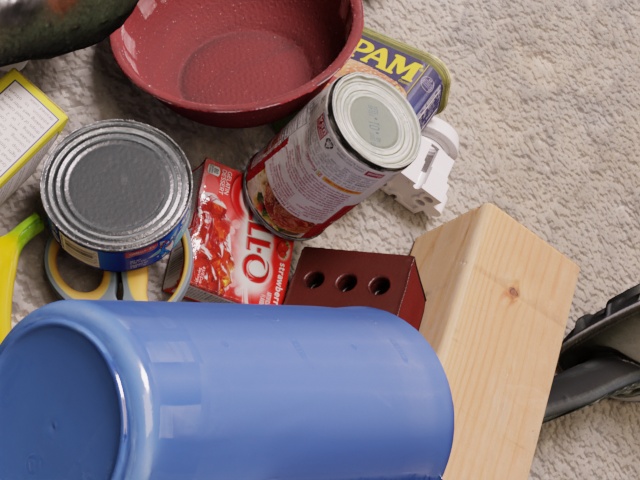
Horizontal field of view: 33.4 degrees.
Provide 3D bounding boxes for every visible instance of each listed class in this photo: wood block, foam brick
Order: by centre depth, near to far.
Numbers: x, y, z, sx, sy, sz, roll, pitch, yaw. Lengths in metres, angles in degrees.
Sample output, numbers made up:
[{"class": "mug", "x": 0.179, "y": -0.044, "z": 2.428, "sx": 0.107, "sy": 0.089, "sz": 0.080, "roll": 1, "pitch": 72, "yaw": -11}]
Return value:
[{"class": "foam brick", "x": 0.022, "y": 0.041, "z": 0.681, "sx": 0.051, "sy": 0.078, "sz": 0.053, "roll": 67, "pitch": 34, "yaw": -49}, {"class": "wood block", "x": 0.092, "y": 0.091, "z": 0.710, "sx": 0.090, "sy": 0.090, "sz": 0.206, "roll": 33, "pitch": 58, "yaw": -18}]

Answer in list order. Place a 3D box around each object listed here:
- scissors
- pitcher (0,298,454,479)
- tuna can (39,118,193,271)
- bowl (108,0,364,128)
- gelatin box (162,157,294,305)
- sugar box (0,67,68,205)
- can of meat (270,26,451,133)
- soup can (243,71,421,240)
[{"class": "scissors", "x": -0.121, "y": 0.068, "z": 0.606, "sx": 0.096, "sy": 0.016, "sz": 0.201, "roll": 10, "pitch": 65, "yaw": -6}, {"class": "pitcher", "x": -0.037, "y": 0.097, "z": 0.531, "sx": 0.242, "sy": 0.149, "sz": 0.145, "roll": 11, "pitch": 73, "yaw": -55}, {"class": "tuna can", "x": -0.117, "y": -0.026, "z": 0.618, "sx": 0.086, "sy": 0.034, "sz": 0.086, "roll": 3, "pitch": 64, "yaw": -6}, {"class": "bowl", "x": -0.052, "y": -0.125, "z": 0.689, "sx": 0.162, "sy": 0.055, "sz": 0.162, "roll": -2, "pitch": 54, "yaw": 2}, {"class": "gelatin box", "x": -0.054, "y": 0.001, "z": 0.684, "sx": 0.073, "sy": 0.030, "sz": 0.089, "roll": 22, "pitch": 62, "yaw": -25}, {"class": "sugar box", "x": -0.210, "y": -0.006, "z": 0.546, "sx": 0.048, "sy": 0.093, "sz": 0.176, "roll": 45, "pitch": 54, "yaw": -9}, {"class": "can of meat", "x": 0.025, "y": -0.096, "z": 0.737, "sx": 0.102, "sy": 0.057, "sz": 0.083, "roll": 27, "pitch": 57, "yaw": 17}, {"class": "soup can", "x": 0.006, "y": -0.051, "z": 0.661, "sx": 0.068, "sy": 0.102, "sz": 0.068, "roll": 17, "pitch": 57, "yaw": -28}]
